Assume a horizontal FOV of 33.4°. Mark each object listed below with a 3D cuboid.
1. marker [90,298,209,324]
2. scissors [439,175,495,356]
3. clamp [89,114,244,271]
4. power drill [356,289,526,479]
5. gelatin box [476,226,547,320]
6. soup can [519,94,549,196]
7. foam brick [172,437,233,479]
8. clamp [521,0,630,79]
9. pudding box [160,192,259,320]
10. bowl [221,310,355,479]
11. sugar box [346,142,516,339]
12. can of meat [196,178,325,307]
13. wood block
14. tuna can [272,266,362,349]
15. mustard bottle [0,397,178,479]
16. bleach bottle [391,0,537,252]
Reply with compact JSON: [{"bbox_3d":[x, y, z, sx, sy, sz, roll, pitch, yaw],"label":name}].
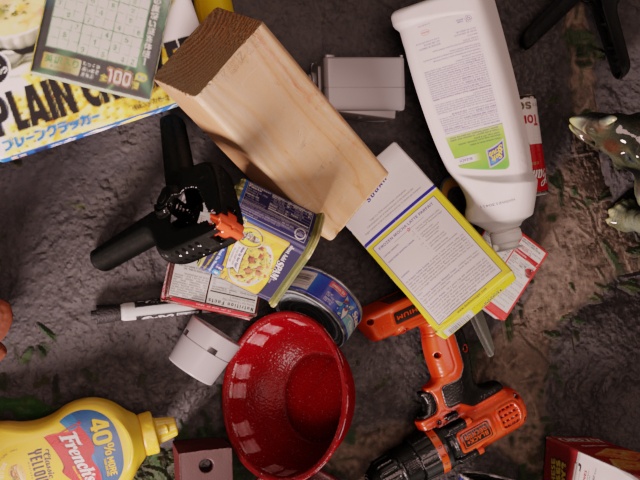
[{"bbox_3d":[-0.160,0.066,1.031,0.121,0.020,0.020,-5,92,-14],"label":"marker"},{"bbox_3d":[0.149,0.012,1.068,0.096,0.016,0.202,-25,72,-24],"label":"scissors"},{"bbox_3d":[-0.134,-0.022,0.953,0.036,0.210,0.164,29,91,-35],"label":"clamp"},{"bbox_3d":[0.100,0.145,1.078,0.184,0.057,0.187,-26,100,-16],"label":"power drill"},{"bbox_3d":[0.182,0.026,1.108,0.073,0.030,0.089,36,83,-11],"label":"gelatin box"},{"bbox_3d":[0.193,-0.093,1.089,0.068,0.069,0.102,-8,92,-14],"label":"soup can"},{"bbox_3d":[-0.113,0.234,1.029,0.053,0.051,0.078,-3,92,-14],"label":"foam brick"},{"bbox_3d":[0.293,-0.255,1.125,0.120,0.039,0.171,25,85,-14],"label":"clamp"},{"bbox_3d":[-0.097,0.013,1.026,0.090,0.039,0.113,14,77,-15],"label":"pudding box"},{"bbox_3d":[-0.020,0.149,1.018,0.055,0.162,0.162,11,88,-48],"label":"bowl"},{"bbox_3d":[0.096,-0.001,1.033,0.093,0.048,0.176,-40,68,3],"label":"sugar box"},{"bbox_3d":[-0.056,0.001,0.966,0.084,0.102,0.057,26,42,-10],"label":"can of meat"},{"bbox_3d":[-0.042,-0.104,0.978,0.090,0.091,0.206,-50,128,-8],"label":"wood block"},{"bbox_3d":[-0.004,0.066,1.032,0.086,0.086,0.033,43,58,-11],"label":"tuna can"},{"bbox_3d":[-0.228,0.199,0.997,0.191,0.058,0.096,-14,89,-13],"label":"mustard bottle"},{"bbox_3d":[0.147,-0.111,1.038,0.103,0.068,0.251,-13,91,28],"label":"bleach bottle"}]
